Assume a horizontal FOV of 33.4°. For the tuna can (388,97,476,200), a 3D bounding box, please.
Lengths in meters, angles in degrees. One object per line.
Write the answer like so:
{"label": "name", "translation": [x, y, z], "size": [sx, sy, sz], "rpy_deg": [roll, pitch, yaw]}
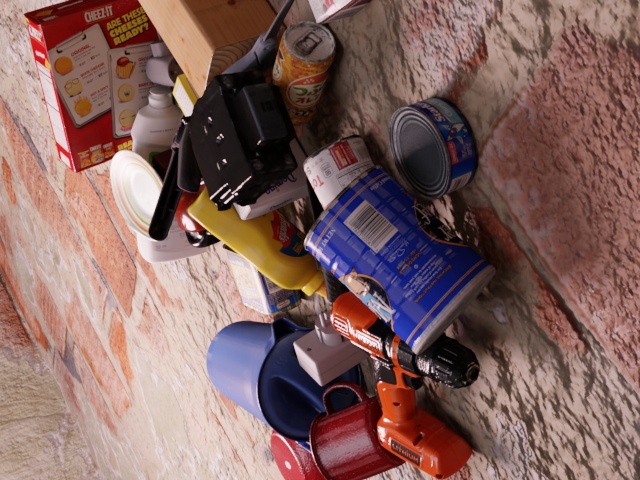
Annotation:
{"label": "tuna can", "translation": [0.098, -0.081, 0.933], "size": [0.086, 0.033, 0.086], "rpy_deg": [44, 147, 40]}

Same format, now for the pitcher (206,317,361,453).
{"label": "pitcher", "translation": [-0.054, 0.174, 1.342], "size": [0.243, 0.144, 0.149], "rpy_deg": [4, 75, 66]}

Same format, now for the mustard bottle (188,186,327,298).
{"label": "mustard bottle", "translation": [-0.058, 0.001, 1.223], "size": [0.191, 0.096, 0.058], "rpy_deg": [40, 112, -5]}

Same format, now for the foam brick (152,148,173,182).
{"label": "foam brick", "translation": [-0.176, -0.092, 1.413], "size": [0.051, 0.078, 0.053], "rpy_deg": [42, 145, 40]}

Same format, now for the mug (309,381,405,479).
{"label": "mug", "translation": [0.043, 0.213, 1.197], "size": [0.082, 0.093, 0.117], "rpy_deg": [-28, 81, 32]}

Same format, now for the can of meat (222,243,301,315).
{"label": "can of meat", "translation": [-0.072, 0.041, 1.344], "size": [0.102, 0.057, 0.084], "rpy_deg": [18, 129, 59]}

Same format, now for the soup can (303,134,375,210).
{"label": "soup can", "translation": [0.034, -0.044, 1.050], "size": [0.102, 0.068, 0.069], "rpy_deg": [63, 155, 10]}

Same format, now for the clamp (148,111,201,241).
{"label": "clamp", "translation": [-0.161, -0.108, 1.277], "size": [0.165, 0.036, 0.210], "rpy_deg": [132, 151, -53]}

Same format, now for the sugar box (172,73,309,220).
{"label": "sugar box", "translation": [-0.084, -0.116, 1.194], "size": [0.176, 0.093, 0.048], "rpy_deg": [62, 155, 11]}

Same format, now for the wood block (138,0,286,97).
{"label": "wood block", "translation": [-0.133, -0.266, 1.170], "size": [0.206, 0.090, 0.090], "rpy_deg": [57, 153, 21]}

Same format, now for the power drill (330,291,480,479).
{"label": "power drill", "translation": [0.098, 0.148, 1.063], "size": [0.185, 0.057, 0.187], "rpy_deg": [26, 141, 47]}

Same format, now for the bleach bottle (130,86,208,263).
{"label": "bleach bottle", "translation": [-0.208, -0.093, 1.473], "size": [0.068, 0.102, 0.251], "rpy_deg": [47, 142, 48]}

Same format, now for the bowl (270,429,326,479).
{"label": "bowl", "translation": [-0.022, 0.293, 1.453], "size": [0.162, 0.055, 0.162], "rpy_deg": [45, 147, 39]}

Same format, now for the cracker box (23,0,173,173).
{"label": "cracker box", "translation": [-0.289, -0.219, 1.430], "size": [0.072, 0.164, 0.214], "rpy_deg": [34, 140, 46]}

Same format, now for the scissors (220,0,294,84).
{"label": "scissors", "translation": [-0.044, -0.200, 1.083], "size": [0.202, 0.096, 0.016], "rpy_deg": [-39, 76, 46]}

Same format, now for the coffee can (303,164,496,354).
{"label": "coffee can", "translation": [0.070, 0.017, 0.948], "size": [0.140, 0.102, 0.103], "rpy_deg": [43, 149, 12]}

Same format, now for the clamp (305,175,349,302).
{"label": "clamp", "translation": [0.013, 0.020, 1.134], "size": [0.171, 0.039, 0.120], "rpy_deg": [76, -172, -46]}
